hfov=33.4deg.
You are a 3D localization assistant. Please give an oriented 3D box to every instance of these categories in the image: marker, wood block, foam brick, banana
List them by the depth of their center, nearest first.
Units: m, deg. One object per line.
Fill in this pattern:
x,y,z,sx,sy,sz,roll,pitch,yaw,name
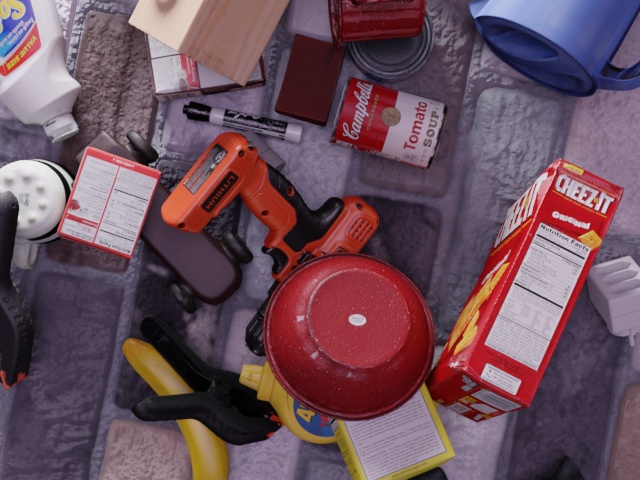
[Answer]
-0.073,-0.258,0.963,0.091,0.090,0.206,34,99,43,wood block
-0.010,-0.156,1.047,0.053,0.051,0.078,16,90,0,foam brick
-0.135,0.183,1.055,0.069,0.037,0.198,-19,90,0,banana
-0.078,-0.119,1.064,0.121,0.020,0.020,12,90,1,marker

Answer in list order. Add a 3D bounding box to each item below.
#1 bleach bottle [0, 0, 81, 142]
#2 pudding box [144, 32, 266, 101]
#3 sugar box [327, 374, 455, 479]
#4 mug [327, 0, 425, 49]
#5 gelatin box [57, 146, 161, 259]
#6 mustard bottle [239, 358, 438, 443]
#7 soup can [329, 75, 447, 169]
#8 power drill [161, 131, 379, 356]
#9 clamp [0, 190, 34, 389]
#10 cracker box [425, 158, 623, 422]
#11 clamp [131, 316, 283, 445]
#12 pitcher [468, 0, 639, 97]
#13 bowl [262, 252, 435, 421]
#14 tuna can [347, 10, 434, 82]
-0.296,-0.219,1.047,0.102,0.068,0.251,-25,92,1,bleach bottle
-0.115,-0.191,1.056,0.113,0.039,0.090,-8,89,-1,pudding box
0.046,0.137,0.991,0.093,0.048,0.176,-18,71,-14,sugar box
0.052,-0.226,0.982,0.081,0.117,0.093,-5,100,-4,mug
-0.198,-0.034,1.003,0.073,0.030,0.089,19,89,-7,gelatin box
0.016,0.152,1.039,0.191,0.058,0.096,14,84,-1,mustard bottle
0.066,-0.114,1.038,0.102,0.068,0.068,16,90,0,soup can
-0.057,0.001,1.008,0.187,0.057,0.184,37,89,-32,power drill
-0.317,0.044,1.021,0.165,0.036,0.210,-6,109,39,clamp
0.177,0.050,0.965,0.072,0.164,0.213,27,75,1,cracker box
-0.109,0.153,1.014,0.171,0.120,0.039,34,127,-18,clamp
0.270,-0.262,1.006,0.149,0.145,0.243,34,87,-20,pitcher
0.030,0.077,0.957,0.162,0.055,0.162,3,68,-6,bowl
0.069,-0.200,1.055,0.086,0.034,0.086,0,90,1,tuna can
